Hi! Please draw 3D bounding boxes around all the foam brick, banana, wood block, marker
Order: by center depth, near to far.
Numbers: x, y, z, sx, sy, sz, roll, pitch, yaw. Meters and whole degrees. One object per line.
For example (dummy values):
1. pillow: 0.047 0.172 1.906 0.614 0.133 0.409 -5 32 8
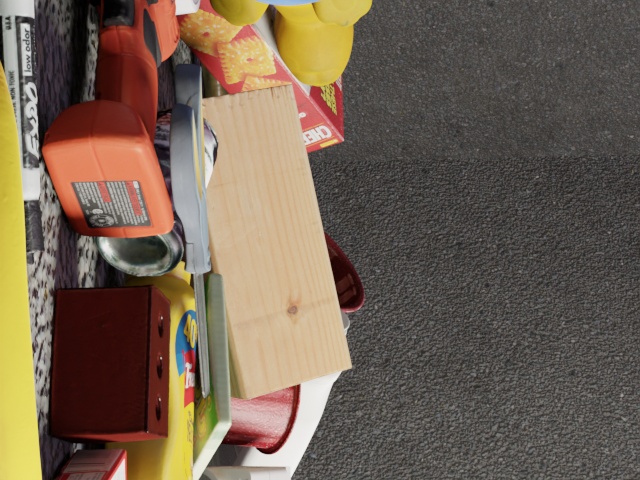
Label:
1. banana: -0.124 0.030 0.387 0.070 0.037 0.198 -144 -128 -70
2. marker: -0.130 -0.049 0.457 0.020 0.020 0.121 -74 163 -85
3. foam brick: -0.109 0.066 0.560 0.053 0.051 0.078 81 8 -77
4. wood block: -0.055 0.001 0.773 0.090 0.090 0.206 -6 -84 63

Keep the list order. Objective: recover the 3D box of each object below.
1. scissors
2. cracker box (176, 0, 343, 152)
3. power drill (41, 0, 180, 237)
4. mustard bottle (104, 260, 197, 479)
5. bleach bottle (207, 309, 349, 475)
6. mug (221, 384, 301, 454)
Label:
1. scissors: -0.070 0.005 0.588 0.096 0.016 0.202 -100 -171 -79
2. cracker box: -0.057 -0.203 0.985 0.213 0.072 0.164 48 33 -45
3. power drill: -0.109 -0.110 0.576 0.184 0.057 0.187 85 4 -61
4. mustard bottle: -0.103 0.086 0.656 0.096 0.058 0.191 89 -1 -67
5. bleach bottle: -0.039 0.157 0.932 0.251 0.068 0.102 -60 -151 36
6. mug: -0.079 0.127 0.865 0.117 0.081 0.093 -40 -133 49
